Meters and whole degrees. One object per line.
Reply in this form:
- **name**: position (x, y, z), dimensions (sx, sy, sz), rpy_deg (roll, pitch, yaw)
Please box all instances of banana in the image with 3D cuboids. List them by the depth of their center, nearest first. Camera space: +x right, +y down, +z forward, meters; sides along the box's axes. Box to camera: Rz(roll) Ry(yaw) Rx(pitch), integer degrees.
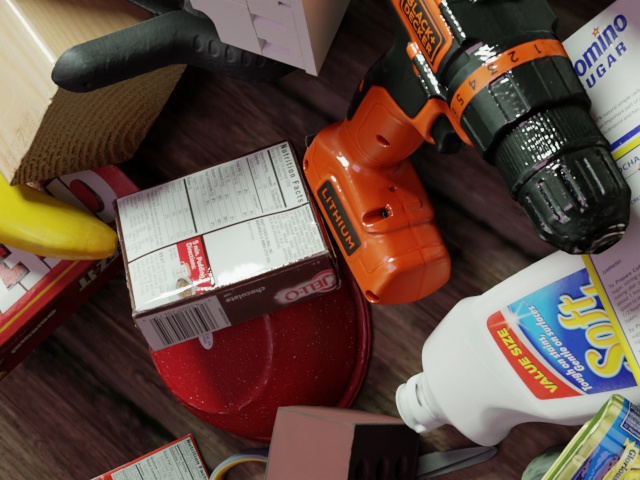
- **banana**: position (-0.203, -0.050, 0.611), dimensions (0.069, 0.037, 0.198), rpy_deg (-41, 84, -16)

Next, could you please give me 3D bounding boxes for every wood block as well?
- **wood block**: position (-0.181, -0.143, 0.618), dimensions (0.206, 0.090, 0.090), rpy_deg (53, 131, 16)

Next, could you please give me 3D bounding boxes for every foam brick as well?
- **foam brick**: position (0.013, 0.122, 0.591), dimensions (0.051, 0.078, 0.053), rpy_deg (7, 87, 33)

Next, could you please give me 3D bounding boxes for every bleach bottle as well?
- **bleach bottle**: position (0.146, 0.048, 0.525), dimensions (0.251, 0.067, 0.102), rpy_deg (-30, 78, 33)

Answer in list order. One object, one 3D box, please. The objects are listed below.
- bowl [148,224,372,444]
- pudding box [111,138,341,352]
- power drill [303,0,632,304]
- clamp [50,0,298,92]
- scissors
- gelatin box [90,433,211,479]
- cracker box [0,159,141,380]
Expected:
- **bowl**: position (-0.052, 0.053, 0.646), dimensions (0.162, 0.055, 0.162), rpy_deg (5, 100, 30)
- **pudding box**: position (-0.054, 0.001, 0.595), dimensions (0.113, 0.039, 0.090), rpy_deg (-18, 51, 0)
- **power drill**: position (0.058, -0.042, 0.502), dimensions (0.184, 0.057, 0.188), rpy_deg (67, 154, 22)
- **clamp**: position (-0.075, -0.128, 0.577), dimensions (0.039, 0.171, 0.120), rpy_deg (-51, 53, 47)
- **scissors**: position (0.018, 0.167, 0.646), dimensions (0.202, 0.016, 0.096), rpy_deg (-5, 95, 31)
- **gelatin box**: position (-0.103, 0.172, 0.676), dimensions (0.030, 0.089, 0.073), rpy_deg (-29, 83, 32)
- **cracker box**: position (-0.232, -0.033, 0.661), dimensions (0.214, 0.072, 0.164), rpy_deg (44, 77, 7)
